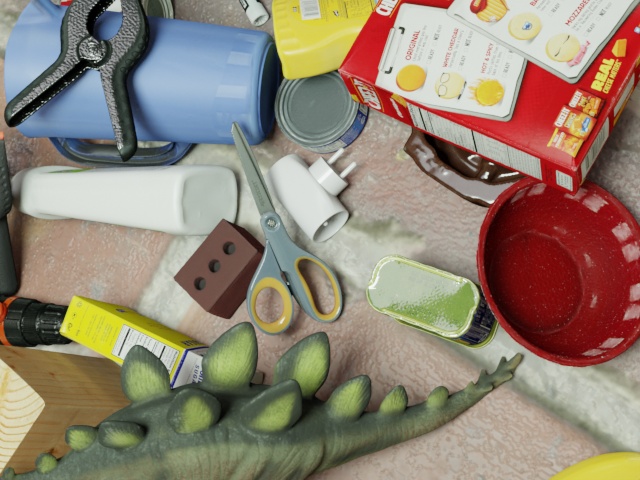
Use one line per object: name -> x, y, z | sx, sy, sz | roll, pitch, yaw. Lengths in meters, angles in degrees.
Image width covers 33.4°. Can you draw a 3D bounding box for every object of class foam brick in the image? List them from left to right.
foam brick -> -0.090, 0.027, 1.016 | 0.053, 0.051, 0.078 | 42, 97, 22

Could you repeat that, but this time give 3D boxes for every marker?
marker -> -0.088, -0.270, 1.086 | 0.020, 0.020, 0.121 | -34, 70, 13

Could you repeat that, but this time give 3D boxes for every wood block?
wood block -> -0.240, 0.160, 0.967 | 0.090, 0.205, 0.091 | 35, 93, 23

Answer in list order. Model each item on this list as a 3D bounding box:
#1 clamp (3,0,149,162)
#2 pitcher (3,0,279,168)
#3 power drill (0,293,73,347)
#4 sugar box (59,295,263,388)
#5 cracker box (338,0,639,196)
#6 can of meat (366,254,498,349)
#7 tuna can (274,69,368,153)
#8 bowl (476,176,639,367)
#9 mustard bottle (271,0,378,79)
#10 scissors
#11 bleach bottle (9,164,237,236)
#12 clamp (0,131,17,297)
clamp -> -0.209, -0.160, 0.943 | 0.120, 0.039, 0.171 | 9, 79, -4
pitcher -> -0.166, -0.147, 1.029 | 0.243, 0.149, 0.145 | 6, 85, 8
power drill -> -0.349, 0.058, 1.041 | 0.185, 0.187, 0.057 | -1, 66, 24
sugar box -> -0.148, 0.106, 1.003 | 0.176, 0.093, 0.048 | 19, 88, 22
cracker box -> 0.149, -0.153, 0.874 | 0.214, 0.072, 0.164 | 26, 79, 21
can of meat -> 0.098, 0.052, 0.920 | 0.102, 0.083, 0.057 | 19, 88, 23
tuna can -> 0.002, -0.127, 1.017 | 0.086, 0.033, 0.086 | -4, 79, 21
bowl -> 0.192, 0.028, 0.880 | 0.162, 0.055, 0.162 | 5, 73, -17
mustard bottle -> 0.054, -0.204, 0.983 | 0.191, 0.058, 0.096 | -11, 44, 4
scissors -> -0.056, 0.001, 0.969 | 0.096, 0.016, 0.201 | -36, 102, -3
bleach bottle -> -0.213, -0.045, 1.063 | 0.251, 0.102, 0.068 | 4, 95, 31
clamp -> -0.332, -0.042, 1.069 | 0.036, 0.210, 0.164 | -18, 77, -26
